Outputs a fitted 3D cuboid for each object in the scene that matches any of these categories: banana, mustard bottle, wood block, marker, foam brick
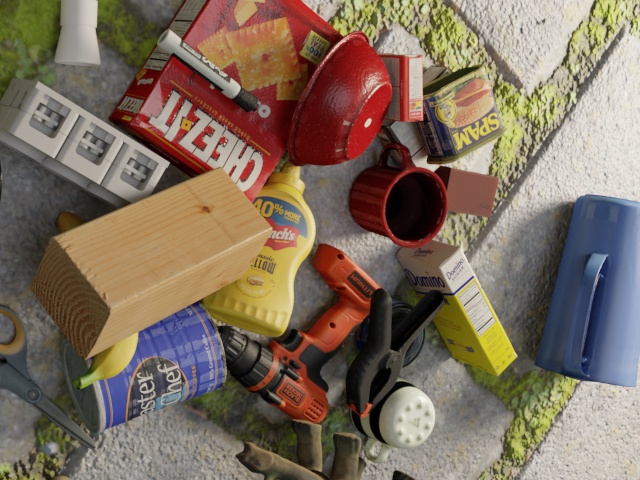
[{"bbox_3d":[-0.214,0.056,1.040,0.069,0.198,0.037,20,133,-42],"label":"banana"},{"bbox_3d":[-0.057,0.001,1.156,0.096,0.058,0.191,18,70,-2],"label":"mustard bottle"},{"bbox_3d":[-0.158,0.017,1.018,0.205,0.090,0.091,-28,72,-42],"label":"wood block"},{"bbox_3d":[-0.108,-0.164,1.049,0.121,0.020,0.020,36,81,-29],"label":"marker"},{"bbox_3d":[0.168,-0.061,1.300,0.078,0.051,0.053,9,96,-32],"label":"foam brick"}]

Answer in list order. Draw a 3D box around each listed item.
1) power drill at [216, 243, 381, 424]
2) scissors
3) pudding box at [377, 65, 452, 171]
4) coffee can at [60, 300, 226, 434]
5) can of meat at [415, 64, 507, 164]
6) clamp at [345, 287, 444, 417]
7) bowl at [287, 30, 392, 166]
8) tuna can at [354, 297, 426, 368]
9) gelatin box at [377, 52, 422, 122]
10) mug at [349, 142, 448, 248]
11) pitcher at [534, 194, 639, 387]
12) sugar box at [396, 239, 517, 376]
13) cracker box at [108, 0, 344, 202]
[{"bbox_3d":[-0.022,0.098,1.217,0.184,0.057,0.187,42,80,-34],"label":"power drill"},{"bbox_3d":[-0.290,0.135,1.086,0.201,0.016,0.096,32,83,-32],"label":"scissors"},{"bbox_3d":[0.127,-0.139,1.268,0.113,0.039,0.090,-46,117,-18],"label":"pudding box"},{"bbox_3d":[-0.182,0.127,1.098,0.140,0.103,0.103,-17,108,-27],"label":"coffee can"},{"bbox_3d":[0.157,-0.146,1.227,0.102,0.058,0.084,-29,108,-26],"label":"can of meat"},{"bbox_3d":[0.082,0.125,1.241,0.120,0.039,0.172,-2,122,-39],"label":"clamp"},{"bbox_3d":[0.030,-0.140,1.145,0.162,0.055,0.162,-51,161,-26],"label":"bowl"},{"bbox_3d":[0.086,0.114,1.296,0.086,0.034,0.086,-7,103,-30],"label":"tuna can"},{"bbox_3d":[0.079,-0.173,1.201,0.030,0.089,0.073,-8,104,-31],"label":"gelatin box"},{"bbox_3d":[0.086,-0.055,1.234,0.093,0.082,0.117,-12,106,-29],"label":"mug"},{"bbox_3d":[0.365,0.065,1.395,0.144,0.149,0.243,10,91,-18],"label":"pitcher"},{"bbox_3d":[0.166,0.079,1.303,0.048,0.093,0.176,-42,117,-17],"label":"sugar box"},{"bbox_3d":[-0.090,-0.167,1.112,0.164,0.072,0.213,35,82,-31],"label":"cracker box"}]
